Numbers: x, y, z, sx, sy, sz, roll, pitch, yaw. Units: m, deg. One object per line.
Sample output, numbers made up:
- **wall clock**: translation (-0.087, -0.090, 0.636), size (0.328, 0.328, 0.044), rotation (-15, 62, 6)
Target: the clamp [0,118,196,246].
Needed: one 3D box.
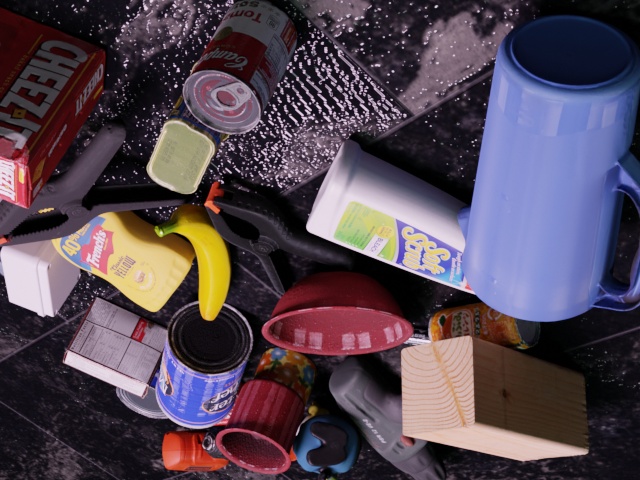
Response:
- **clamp**: translation (-0.246, -0.049, 1.065), size (0.210, 0.036, 0.164), rotation (-19, 153, 5)

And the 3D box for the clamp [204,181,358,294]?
- **clamp**: translation (-0.057, 0.001, 1.131), size (0.171, 0.039, 0.120), rotation (34, 136, -19)

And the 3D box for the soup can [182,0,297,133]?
- **soup can**: translation (-0.066, -0.149, 0.902), size (0.068, 0.102, 0.068), rotation (14, 142, 11)

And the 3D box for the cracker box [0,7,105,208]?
- **cracker box**: translation (-0.331, -0.145, 0.987), size (0.213, 0.164, 0.072), rotation (22, 144, 1)

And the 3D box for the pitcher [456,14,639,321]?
- **pitcher**: translation (0.198, -0.052, 0.868), size (0.149, 0.145, 0.243), rotation (-4, 136, 0)

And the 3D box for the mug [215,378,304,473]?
- **mug**: translation (-0.066, 0.227, 1.281), size (0.093, 0.081, 0.117), rotation (8, 139, 17)

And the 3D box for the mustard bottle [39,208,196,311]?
- **mustard bottle**: translation (-0.241, -0.002, 1.197), size (0.191, 0.058, 0.096), rotation (33, 126, -12)

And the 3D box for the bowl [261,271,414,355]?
- **bowl**: translation (0.018, 0.074, 1.141), size (0.162, 0.055, 0.162), rotation (0, 157, 0)

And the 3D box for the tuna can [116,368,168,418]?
- **tuna can**: translation (-0.234, 0.207, 1.466), size (0.086, 0.033, 0.086), rotation (14, 141, 11)

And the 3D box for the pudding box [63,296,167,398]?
- **pudding box**: translation (-0.253, 0.134, 1.342), size (0.113, 0.090, 0.039), rotation (24, 142, -3)

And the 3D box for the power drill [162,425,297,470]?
- **power drill**: translation (-0.125, 0.276, 1.423), size (0.188, 0.057, 0.184), rotation (-13, 161, 43)

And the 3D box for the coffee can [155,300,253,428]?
- **coffee can**: translation (-0.143, 0.152, 1.300), size (0.103, 0.102, 0.140), rotation (21, 142, 1)

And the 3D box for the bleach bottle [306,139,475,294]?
- **bleach bottle**: translation (0.118, -0.004, 1.020), size (0.250, 0.068, 0.103), rotation (23, 143, -4)

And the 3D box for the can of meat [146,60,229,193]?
- **can of meat**: translation (-0.116, -0.103, 0.996), size (0.057, 0.084, 0.102), rotation (26, 142, -6)

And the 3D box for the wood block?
- **wood block**: translation (0.184, 0.167, 1.104), size (0.090, 0.091, 0.205), rotation (-17, 153, 41)

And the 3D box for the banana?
- **banana**: translation (-0.129, 0.016, 1.162), size (0.037, 0.069, 0.198), rotation (42, 164, 32)

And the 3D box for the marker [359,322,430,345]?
- **marker**: translation (0.102, 0.107, 1.194), size (0.121, 0.020, 0.020), rotation (7, 140, 19)
